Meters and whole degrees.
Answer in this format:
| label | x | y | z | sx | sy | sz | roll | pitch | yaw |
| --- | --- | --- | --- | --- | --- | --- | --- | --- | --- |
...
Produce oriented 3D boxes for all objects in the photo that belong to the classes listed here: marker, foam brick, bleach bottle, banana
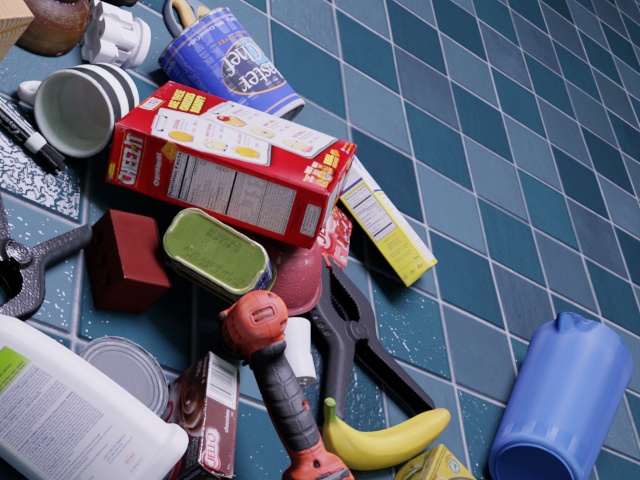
| label | x | y | z | sx | sy | sz | roll | pitch | yaw |
| --- | --- | --- | --- | --- | --- | --- | --- | --- | --- |
| marker | -0.287 | -0.109 | 1.004 | 0.121 | 0.020 | 0.020 | 44 | 35 | -9 |
| foam brick | -0.178 | 0.020 | 0.976 | 0.051 | 0.053 | 0.078 | 12 | 48 | -42 |
| bleach bottle | -0.225 | 0.106 | 0.805 | 0.250 | 0.102 | 0.068 | 43 | -8 | -9 |
| banana | 0.063 | 0.199 | 1.074 | 0.197 | 0.070 | 0.037 | 13 | 20 | -48 |

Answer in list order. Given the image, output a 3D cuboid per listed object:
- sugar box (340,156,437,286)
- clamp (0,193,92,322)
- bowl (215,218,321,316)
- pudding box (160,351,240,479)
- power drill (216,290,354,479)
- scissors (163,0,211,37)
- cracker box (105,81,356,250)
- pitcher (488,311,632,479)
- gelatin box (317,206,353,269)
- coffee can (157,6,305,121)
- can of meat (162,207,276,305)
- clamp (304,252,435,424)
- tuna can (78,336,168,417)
| label | x | y | z | sx | sy | sz | roll | pitch | yaw |
| --- | --- | --- | --- | --- | --- | --- | --- | --- | --- |
| sugar box | 0.070 | -0.028 | 1.287 | 0.176 | 0.048 | 0.093 | 50 | 9 | 5 |
| clamp | -0.254 | 0.018 | 0.906 | 0.120 | 0.039 | 0.171 | 24 | 45 | -26 |
| bowl | -0.057 | 0.001 | 1.098 | 0.162 | 0.055 | 0.162 | 23 | 33 | -17 |
| pudding box | -0.109 | 0.162 | 0.887 | 0.039 | 0.090 | 0.113 | 33 | 37 | -26 |
| power drill | -0.040 | 0.142 | 0.951 | 0.057 | 0.184 | 0.188 | -22 | 82 | -13 |
| scissors | -0.171 | -0.315 | 1.333 | 0.096 | 0.016 | 0.202 | 16 | 47 | -42 |
| cracker box | -0.084 | -0.077 | 1.064 | 0.214 | 0.072 | 0.164 | 18 | 24 | 4 |
| pitcher | 0.286 | 0.214 | 1.270 | 0.149 | 0.145 | 0.242 | 38 | 38 | 3 |
| gelatin box | -0.001 | -0.011 | 1.226 | 0.073 | 0.030 | 0.089 | 36 | 36 | -20 |
| coffee can | -0.100 | -0.176 | 1.204 | 0.140 | 0.103 | 0.102 | 51 | 34 | 1 |
| can of meat | -0.094 | 0.017 | 0.997 | 0.102 | 0.057 | 0.084 | 29 | -9 | 6 |
| clamp | 0.040 | 0.110 | 1.153 | 0.164 | 0.036 | 0.210 | 12 | 49 | -42 |
| tuna can | -0.173 | 0.125 | 0.895 | 0.086 | 0.034 | 0.086 | 27 | 40 | -25 |
